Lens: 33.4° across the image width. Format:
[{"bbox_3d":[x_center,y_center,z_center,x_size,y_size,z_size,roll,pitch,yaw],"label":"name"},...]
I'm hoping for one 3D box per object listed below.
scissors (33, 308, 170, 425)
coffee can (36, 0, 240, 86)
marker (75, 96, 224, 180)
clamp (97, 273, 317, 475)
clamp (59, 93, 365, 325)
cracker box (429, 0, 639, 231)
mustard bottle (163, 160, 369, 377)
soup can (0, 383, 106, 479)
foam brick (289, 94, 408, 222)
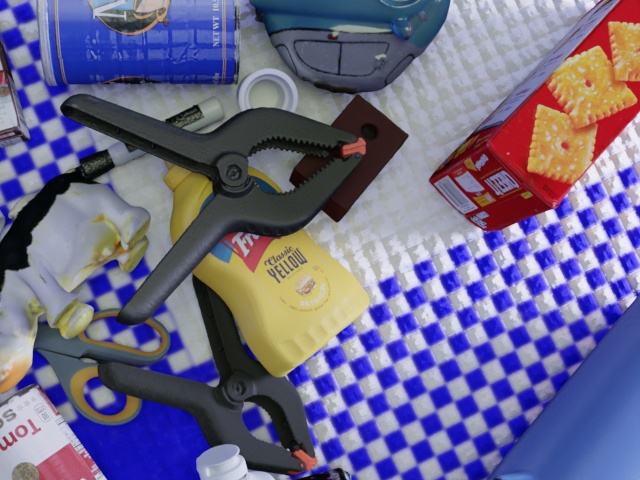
[{"bbox_3d":[-0.213,0.088,0.789,0.201,0.016,0.096,1,80,-7],"label":"scissors"},{"bbox_3d":[-0.132,-0.166,0.788,0.140,0.103,0.103,-1,83,-7],"label":"coffee can"},{"bbox_3d":[-0.131,-0.077,0.819,0.121,0.020,0.020,-26,87,-9],"label":"marker"},{"bbox_3d":[-0.077,0.114,0.781,0.120,0.039,0.171,-37,87,-25],"label":"clamp"},{"bbox_3d":[-0.072,-0.050,0.750,0.209,0.036,0.164,-21,83,-17],"label":"clamp"},{"bbox_3d":[0.191,-0.107,0.787,0.072,0.164,0.213,44,80,-1],"label":"cracker box"},{"bbox_3d":[-0.055,0.001,0.794,0.096,0.058,0.191,-37,86,-33],"label":"mustard bottle"},{"bbox_3d":[-0.200,0.161,0.756,0.068,0.068,0.102,-35,87,-10],"label":"soup can"},{"bbox_3d":[0.020,-0.062,0.818,0.053,0.051,0.078,39,80,-1],"label":"foam brick"}]
